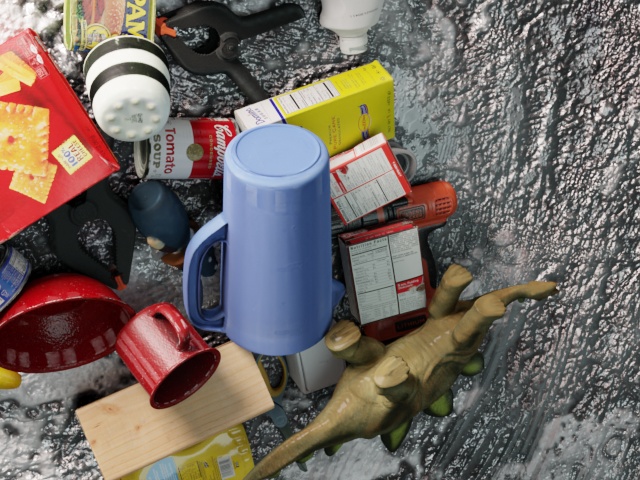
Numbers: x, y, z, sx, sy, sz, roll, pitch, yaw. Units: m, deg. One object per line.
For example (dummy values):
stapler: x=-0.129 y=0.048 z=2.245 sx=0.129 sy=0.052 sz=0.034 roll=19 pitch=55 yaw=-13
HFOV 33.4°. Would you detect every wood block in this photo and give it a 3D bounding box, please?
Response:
wood block: x=-0.168 y=0.194 z=1.235 sx=0.206 sy=0.091 sz=0.090 roll=-23 pitch=89 yaw=-13

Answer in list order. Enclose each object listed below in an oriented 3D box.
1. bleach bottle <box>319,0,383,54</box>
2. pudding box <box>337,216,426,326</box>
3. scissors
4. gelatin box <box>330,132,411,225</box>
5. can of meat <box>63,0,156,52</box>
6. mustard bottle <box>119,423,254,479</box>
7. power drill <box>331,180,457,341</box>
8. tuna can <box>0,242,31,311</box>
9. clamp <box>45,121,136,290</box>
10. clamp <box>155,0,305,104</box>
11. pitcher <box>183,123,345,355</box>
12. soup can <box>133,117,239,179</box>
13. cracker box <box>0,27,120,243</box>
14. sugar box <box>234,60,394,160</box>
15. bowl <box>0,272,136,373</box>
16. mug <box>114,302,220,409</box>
bleach bottle: x=0.013 y=-0.318 z=1.124 sx=0.102 sy=0.068 sz=0.251 roll=-17 pitch=120 yaw=-15
pudding box: x=0.074 y=0.036 z=1.254 sx=0.090 sy=0.039 sz=0.113 roll=-14 pitch=114 yaw=-10
scissors: x=-0.072 y=0.224 z=1.349 sx=0.096 sy=0.016 sz=0.202 roll=-14 pitch=116 yaw=-15
gelatin box: x=0.048 y=-0.069 z=1.207 sx=0.089 sy=0.030 sz=0.073 roll=-26 pitch=121 yaw=8
can of meat: x=-0.211 y=-0.237 z=1.067 sx=0.083 sy=0.057 sz=0.102 roll=-1 pitch=112 yaw=-20
mustard bottle: x=-0.179 y=0.285 z=1.305 sx=0.191 sy=0.058 sz=0.096 roll=-18 pitch=120 yaw=-15
power drill: x=0.083 y=0.027 z=1.305 sx=0.184 sy=0.057 sz=0.188 roll=-12 pitch=117 yaw=-14
tuna can: x=-0.345 y=0.043 z=1.114 sx=0.086 sy=0.086 sz=0.033 roll=-43 pitch=120 yaw=-1
clamp: x=-0.267 y=-0.034 z=1.142 sx=0.164 sy=0.036 sz=0.210 roll=-20 pitch=114 yaw=-12
clamp: x=-0.100 y=-0.199 z=1.135 sx=0.171 sy=0.039 sz=0.120 roll=-1 pitch=108 yaw=-30
pitcher: x=-0.058 y=0.001 z=1.153 sx=0.149 sy=0.145 sz=0.243 roll=-52 pitch=154 yaw=-43
soup can: x=-0.144 y=-0.099 z=1.148 sx=0.102 sy=0.069 sz=0.068 roll=-1 pitch=112 yaw=-22
cracker box: x=-0.330 y=-0.084 z=1.047 sx=0.213 sy=0.072 sz=0.164 roll=-33 pitch=101 yaw=-8
sugar box: x=-0.003 y=-0.129 z=1.193 sx=0.176 sy=0.048 sz=0.093 roll=-24 pitch=141 yaw=-14
bowl: x=-0.282 y=0.082 z=1.151 sx=0.162 sy=0.055 sz=0.162 roll=-15 pitch=152 yaw=-9
mug: x=-0.166 y=0.115 z=1.148 sx=0.093 sy=0.081 sz=0.117 roll=-28 pitch=153 yaw=-31
